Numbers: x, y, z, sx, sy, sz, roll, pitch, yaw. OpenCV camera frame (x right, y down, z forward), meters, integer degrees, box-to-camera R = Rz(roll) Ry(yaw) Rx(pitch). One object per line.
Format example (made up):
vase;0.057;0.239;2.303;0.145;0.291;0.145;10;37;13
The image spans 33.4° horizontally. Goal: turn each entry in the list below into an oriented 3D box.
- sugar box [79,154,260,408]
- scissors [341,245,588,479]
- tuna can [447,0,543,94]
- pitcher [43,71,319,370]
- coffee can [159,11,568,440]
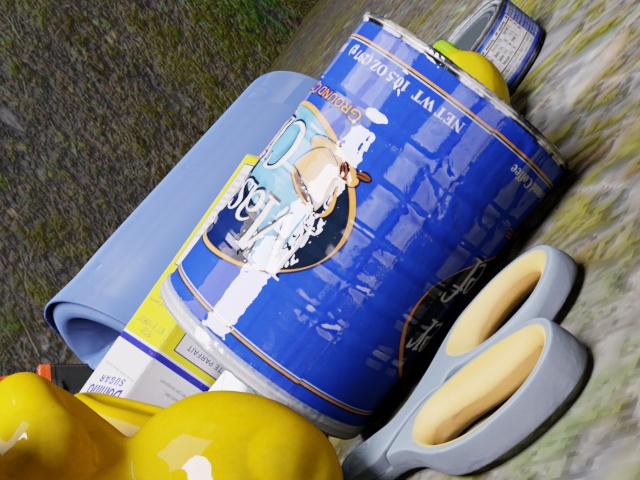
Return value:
sugar box;-0.049;0.054;0.551;0.176;0.093;0.048;-54;36;-9
scissors;0.030;0.065;0.392;0.202;0.016;0.096;-41;14;51
tuna can;0.088;-0.099;0.615;0.086;0.033;0.086;-52;10;13
pitcher;-0.055;0.001;0.719;0.242;0.149;0.145;-56;-5;-28
coffee can;0.017;-0.005;0.436;0.140;0.102;0.103;-53;10;5
